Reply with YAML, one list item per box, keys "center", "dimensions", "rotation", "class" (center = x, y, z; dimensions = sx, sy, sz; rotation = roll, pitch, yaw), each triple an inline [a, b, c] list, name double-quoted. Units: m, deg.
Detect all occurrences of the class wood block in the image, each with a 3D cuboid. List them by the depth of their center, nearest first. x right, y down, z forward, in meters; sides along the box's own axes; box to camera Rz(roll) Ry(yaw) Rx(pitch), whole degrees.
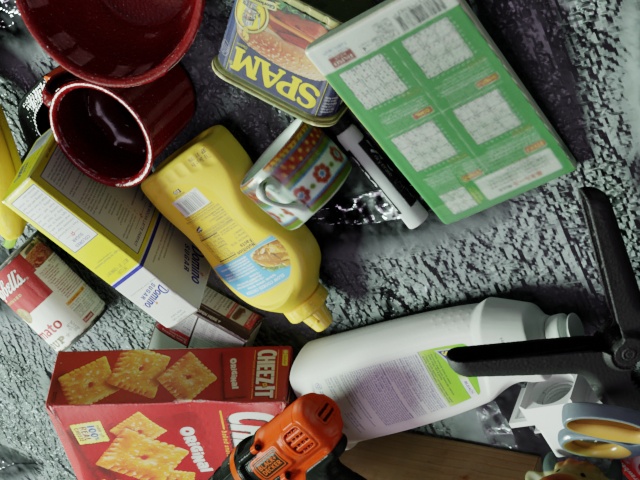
- center: [0.090, 0.236, 0.962]
  dimensions: [0.206, 0.090, 0.091]
  rotation: [5, 127, 26]
  class: "wood block"

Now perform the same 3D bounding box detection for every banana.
- center: [-0.293, -0.081, 0.933]
  dimensions: [0.070, 0.037, 0.198]
  rotation: [4, 112, 45]
  class: "banana"

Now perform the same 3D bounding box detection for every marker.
- center: [0.038, -0.059, 0.807]
  dimensions: [0.020, 0.020, 0.121]
  rotation: [-29, 107, 41]
  class: "marker"

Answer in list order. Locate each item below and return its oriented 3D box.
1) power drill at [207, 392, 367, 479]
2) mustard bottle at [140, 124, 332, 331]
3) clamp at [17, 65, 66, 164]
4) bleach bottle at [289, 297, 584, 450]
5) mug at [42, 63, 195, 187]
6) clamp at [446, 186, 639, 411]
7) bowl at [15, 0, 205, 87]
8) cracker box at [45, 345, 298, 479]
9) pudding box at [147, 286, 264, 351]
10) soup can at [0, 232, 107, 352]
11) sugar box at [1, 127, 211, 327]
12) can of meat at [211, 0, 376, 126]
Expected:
- center: [0.003, 0.232, 0.904]
  dimensions: [0.187, 0.057, 0.185]
  rotation: [42, 131, -3]
  class: "power drill"
- center: [-0.056, 0.001, 0.881]
  dimensions: [0.096, 0.058, 0.191]
  rotation: [-29, 107, 40]
  class: "mustard bottle"
- center: [-0.237, -0.080, 0.938]
  dimensions: [0.120, 0.039, 0.171]
  rotation: [13, 127, 14]
  class: "clamp"
- center: [0.099, 0.106, 0.874]
  dimensions: [0.251, 0.068, 0.102]
  rotation: [-18, 117, 36]
  class: "bleach bottle"
- center: [-0.162, -0.106, 0.842]
  dimensions: [0.117, 0.081, 0.093]
  rotation: [20, 132, 14]
  class: "mug"
- center: [0.206, 0.078, 0.769]
  dimensions: [0.209, 0.036, 0.165]
  rotation: [37, 108, -18]
  class: "clamp"
- center: [-0.142, -0.194, 0.764]
  dimensions: [0.162, 0.055, 0.162]
  rotation: [8, 113, 20]
  class: "bowl"
- center: [-0.127, 0.174, 0.987]
  dimensions: [0.214, 0.072, 0.164]
  rotation: [-1, 136, 4]
  class: "cracker box"
- center: [-0.112, 0.094, 1.002]
  dimensions: [0.090, 0.039, 0.114]
  rotation: [28, 137, 4]
  class: "pudding box"
- center: [-0.265, 0.051, 1.036]
  dimensions: [0.102, 0.068, 0.069]
  rotation: [47, 133, -12]
  class: "soup can"
- center: [-0.169, -0.013, 0.884]
  dimensions: [0.048, 0.093, 0.176]
  rotation: [-33, 117, 29]
  class: "sugar box"
- center: [-0.016, -0.142, 0.748]
  dimensions: [0.102, 0.057, 0.084]
  rotation: [28, 131, 7]
  class: "can of meat"
